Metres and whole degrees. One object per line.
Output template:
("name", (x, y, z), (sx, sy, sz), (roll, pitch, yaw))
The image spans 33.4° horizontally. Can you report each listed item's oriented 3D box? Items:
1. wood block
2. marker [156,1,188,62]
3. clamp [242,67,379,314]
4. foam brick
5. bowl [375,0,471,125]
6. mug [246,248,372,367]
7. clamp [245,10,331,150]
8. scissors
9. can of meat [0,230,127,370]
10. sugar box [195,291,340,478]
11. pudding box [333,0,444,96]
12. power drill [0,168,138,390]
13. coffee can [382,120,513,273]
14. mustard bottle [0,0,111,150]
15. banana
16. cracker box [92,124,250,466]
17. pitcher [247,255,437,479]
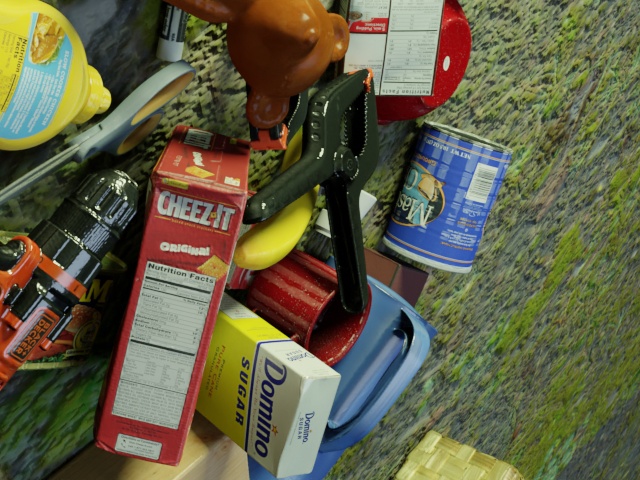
("wood block", (-0.165, 0.225, 0.920), (0.205, 0.090, 0.091), (-38, 140, -37))
("marker", (-0.101, -0.191, 0.780), (0.020, 0.020, 0.121), (-13, 123, -52))
("clamp", (0.015, -0.052, 0.907), (0.164, 0.036, 0.210), (50, 48, -39))
("foam brick", (0.075, 0.044, 1.180), (0.078, 0.053, 0.051), (16, 98, -59))
("bowl", (0.101, -0.182, 1.053), (0.161, 0.055, 0.162), (-36, 140, -38))
("mug", (-0.021, 0.065, 0.966), (0.117, 0.082, 0.093), (-36, 142, -35))
("clamp", (-0.032, -0.155, 0.846), (0.120, 0.039, 0.171), (51, 40, -47))
("scissors", (-0.163, -0.060, 0.740), (0.201, 0.016, 0.096), (-43, 177, -29))
("can of meat", (-0.199, 0.044, 0.769), (0.101, 0.058, 0.084), (8, 108, -58))
("sugar box", (-0.065, 0.114, 0.900), (0.048, 0.176, 0.093), (2, 110, -42))
("pudding box", (0.062, -0.186, 0.962), (0.090, 0.039, 0.113), (-1, 124, -10))
("power drill", (-0.201, 0.000, 0.621), (0.184, 0.057, 0.187), (-54, 147, -11))
("coffee can", (0.137, -0.047, 1.158), (0.102, 0.103, 0.140), (1, 111, -56))
("mustard bottle", (-0.200, -0.106, 0.656), (0.191, 0.058, 0.096), (11, 98, -58))
("banana", (-0.034, -0.032, 0.916), (0.069, 0.037, 0.197), (54, 35, -32))
("cracker box", (-0.110, 0.035, 0.806), (0.164, 0.072, 0.214), (-100, -156, -72))
("pitcher", (0.002, 0.148, 1.054), (0.243, 0.145, 0.149), (-55, 166, -3))
